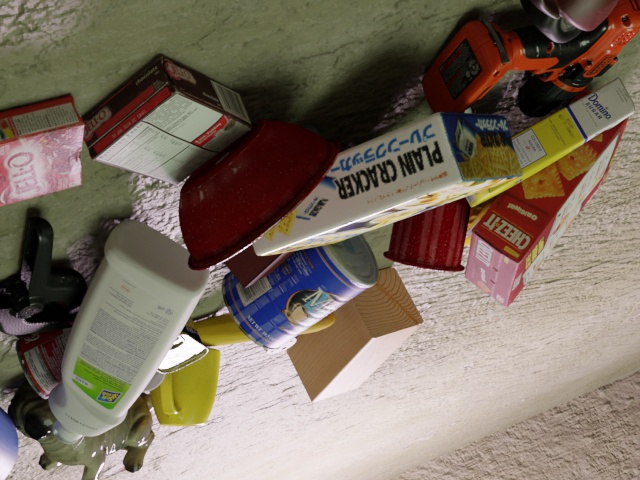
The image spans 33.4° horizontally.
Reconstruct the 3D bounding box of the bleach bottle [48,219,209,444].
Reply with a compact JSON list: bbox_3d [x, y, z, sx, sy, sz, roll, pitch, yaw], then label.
[{"bbox_3d":[-0.204,0.103,1.023,0.251,0.102,0.068,-55,-174,30],"label":"bleach bottle"}]

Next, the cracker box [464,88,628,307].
[{"bbox_3d":[0.252,-0.046,1.213,0.213,0.072,0.164,-50,163,-13],"label":"cracker box"}]

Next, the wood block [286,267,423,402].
[{"bbox_3d":[0.043,0.132,1.470,0.090,0.091,0.206,-13,155,-33],"label":"wood block"}]

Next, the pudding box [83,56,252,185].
[{"bbox_3d":[-0.118,-0.090,0.830,0.090,0.039,0.113,-34,156,19],"label":"pudding box"}]

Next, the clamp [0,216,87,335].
[{"bbox_3d":[-0.283,0.054,0.975,0.164,0.036,0.210,-27,160,0],"label":"clamp"}]

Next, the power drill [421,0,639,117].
[{"bbox_3d":[0.190,-0.162,1.001,0.187,0.057,0.185,-16,161,-30],"label":"power drill"}]

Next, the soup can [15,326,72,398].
[{"bbox_3d":[-0.253,0.111,1.103,0.102,0.068,0.068,-26,159,-1],"label":"soup can"}]

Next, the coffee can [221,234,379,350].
[{"bbox_3d":[-0.022,0.041,1.159,0.140,0.103,0.102,-36,157,23],"label":"coffee can"}]

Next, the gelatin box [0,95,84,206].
[{"bbox_3d":[-0.214,-0.063,0.789,0.073,0.030,0.089,-17,157,-22],"label":"gelatin box"}]

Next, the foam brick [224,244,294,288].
[{"bbox_3d":[-0.057,0.001,1.077,0.078,0.051,0.052,-41,174,32],"label":"foam brick"}]

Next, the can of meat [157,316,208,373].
[{"bbox_3d":[-0.168,0.083,1.114,0.057,0.084,0.102,-28,159,3],"label":"can of meat"}]

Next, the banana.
[{"bbox_3d":[-0.079,0.105,1.279,0.198,0.037,0.069,-9,-168,2],"label":"banana"}]

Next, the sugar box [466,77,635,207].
[{"bbox_3d":[0.228,-0.099,1.094,0.176,0.048,0.093,-27,176,-6],"label":"sugar box"}]

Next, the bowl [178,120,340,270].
[{"bbox_3d":[-0.063,-0.049,0.873,0.162,0.055,0.162,-37,-163,13],"label":"bowl"}]

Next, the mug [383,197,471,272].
[{"bbox_3d":[0.118,-0.017,1.198,0.093,0.081,0.117,6,-170,-20],"label":"mug"}]
